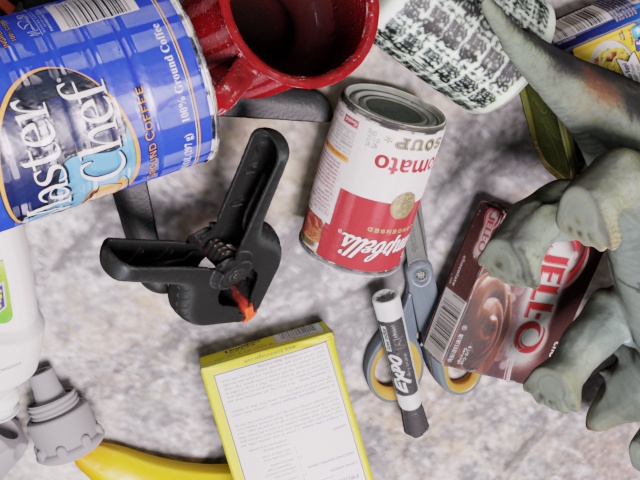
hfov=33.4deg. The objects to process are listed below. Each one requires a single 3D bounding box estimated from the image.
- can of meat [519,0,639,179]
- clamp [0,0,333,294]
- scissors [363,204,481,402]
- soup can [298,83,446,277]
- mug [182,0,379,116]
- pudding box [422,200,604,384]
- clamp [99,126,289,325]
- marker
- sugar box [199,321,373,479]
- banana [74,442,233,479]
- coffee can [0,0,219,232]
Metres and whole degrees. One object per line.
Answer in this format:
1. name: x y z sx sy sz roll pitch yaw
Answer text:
1. can of meat: 0.175 -0.099 0.674 0.084 0.057 0.102 -23 119 -4
2. clamp: -0.103 -0.085 0.630 0.164 0.036 0.210 -41 118 2
3. scissors: 0.053 0.036 0.735 0.096 0.016 0.201 -27 118 1
4. soup can: 0.032 -0.038 0.661 0.068 0.068 0.102 9 117 -16
5. mug: -0.033 -0.114 0.585 0.093 0.082 0.117 36 73 -21
6. pudding box: 0.131 0.038 0.728 0.089 0.039 0.113 16 104 -26
7. clamp: -0.054 0.001 0.635 0.120 0.039 0.171 -35 160 -1
8. marker: 0.057 0.088 0.740 0.020 0.020 0.121 -17 118 -4
9. sugar box: -0.015 0.153 0.728 0.093 0.048 0.176 -16 98 -5
10. banana: -0.073 0.164 0.760 0.197 0.037 0.069 -6 93 -12
11. coffee can: -0.136 -0.066 0.537 0.140 0.103 0.103 -21 119 -20
